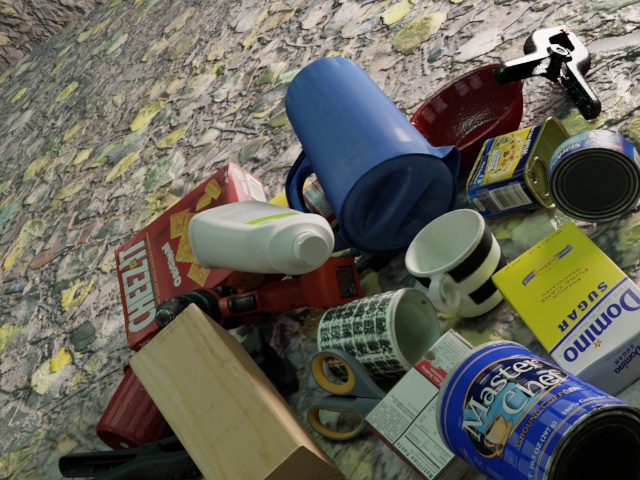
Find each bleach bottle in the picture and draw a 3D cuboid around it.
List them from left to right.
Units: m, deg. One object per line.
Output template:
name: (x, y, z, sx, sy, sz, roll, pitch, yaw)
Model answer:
bleach bottle: (-0.057, 0.001, 1.096, 0.102, 0.068, 0.251, -18, 11, -18)

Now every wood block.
wood block: (-0.083, 0.167, 1.004, 0.090, 0.090, 0.206, -43, 50, -1)

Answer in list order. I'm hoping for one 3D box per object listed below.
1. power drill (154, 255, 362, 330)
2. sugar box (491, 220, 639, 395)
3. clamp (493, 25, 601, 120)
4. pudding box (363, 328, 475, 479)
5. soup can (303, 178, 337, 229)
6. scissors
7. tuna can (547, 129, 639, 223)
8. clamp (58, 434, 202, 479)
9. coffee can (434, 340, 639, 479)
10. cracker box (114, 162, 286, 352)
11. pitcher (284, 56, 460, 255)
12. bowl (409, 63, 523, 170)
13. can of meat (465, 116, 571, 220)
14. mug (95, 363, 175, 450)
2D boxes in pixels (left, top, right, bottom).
power drill: (-0.063, 0.062, 1.148, 0.188, 0.057, 0.184, -12, -2, 25)
sugar box: (0.222, 0.058, 0.910, 0.093, 0.048, 0.176, -38, 26, 5)
clamp: (0.271, -0.192, 1.196, 0.171, 0.120, 0.039, -49, -10, -48)
pudding box: (0.106, 0.143, 0.900, 0.113, 0.039, 0.090, -47, 53, -3)
soup can: (0.031, -0.062, 1.303, 0.102, 0.068, 0.068, -40, 27, 0)
scissors: (0.061, 0.135, 0.969, 0.202, 0.096, 0.016, -18, -3, 40)
tuna can: (0.256, -0.060, 0.997, 0.086, 0.086, 0.033, -24, 30, 29)
clamp: (-0.177, 0.226, 1.086, 0.209, 0.036, 0.165, -14, 8, -14)
coffee can: (0.165, 0.144, 0.791, 0.102, 0.102, 0.140, -45, 28, -9)
cracker box: (-0.156, 0.027, 1.330, 0.214, 0.072, 0.164, -35, 48, 21)
pitcher: (0.036, -0.099, 1.195, 0.149, 0.145, 0.243, -2, 38, -23)
bowl: (0.176, -0.132, 1.237, 0.162, 0.055, 0.162, -30, 29, 19)
can of meat: (0.207, -0.072, 1.110, 0.084, 0.057, 0.102, -14, 36, 44)
mug: (-0.186, 0.199, 1.183, 0.117, 0.093, 0.081, 18, 60, 17)
